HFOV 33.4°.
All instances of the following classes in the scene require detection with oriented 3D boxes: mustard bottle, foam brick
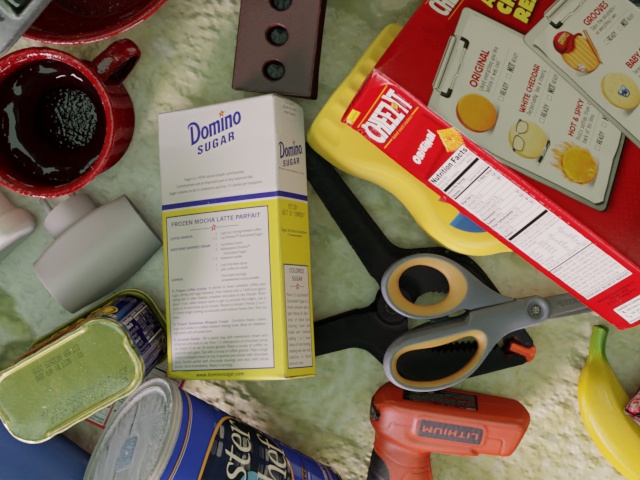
[{"bbox_3d":[0.092,-0.046,0.690,0.191,0.058,0.096,37,80,-3],"label":"mustard bottle"},{"bbox_3d":[-0.025,-0.132,0.691,0.053,0.051,0.078,6,99,3],"label":"foam brick"}]

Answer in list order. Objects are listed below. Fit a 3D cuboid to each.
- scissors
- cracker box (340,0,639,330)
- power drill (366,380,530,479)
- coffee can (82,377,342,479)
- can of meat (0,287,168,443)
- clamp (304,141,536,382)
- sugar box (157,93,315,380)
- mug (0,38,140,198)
[{"bbox_3d":[0.124,0.031,0.696,0.201,0.016,0.096,-25,90,-14],"label":"scissors"},{"bbox_3d":[0.144,-0.074,0.641,0.213,0.072,0.164,37,61,-1],"label":"cracker box"},{"bbox_3d":[0.089,0.198,0.729,0.184,0.057,0.188,9,99,3],"label":"power drill"},{"bbox_3d":[-0.068,0.165,0.689,0.140,0.103,0.103,33,100,-25],"label":"coffee can"},{"bbox_3d":[-0.152,0.080,0.683,0.102,0.084,0.057,-30,95,7],"label":"can of meat"},{"bbox_3d":[0.039,0.049,0.720,0.210,0.036,0.164,26,98,-3],"label":"clamp"},{"bbox_3d":[-0.054,0.001,0.685,0.093,0.048,0.176,-5,82,29],"label":"sugar box"},{"bbox_3d":[-0.161,-0.086,0.692,0.093,0.081,0.117,43,99,-3],"label":"mug"}]
